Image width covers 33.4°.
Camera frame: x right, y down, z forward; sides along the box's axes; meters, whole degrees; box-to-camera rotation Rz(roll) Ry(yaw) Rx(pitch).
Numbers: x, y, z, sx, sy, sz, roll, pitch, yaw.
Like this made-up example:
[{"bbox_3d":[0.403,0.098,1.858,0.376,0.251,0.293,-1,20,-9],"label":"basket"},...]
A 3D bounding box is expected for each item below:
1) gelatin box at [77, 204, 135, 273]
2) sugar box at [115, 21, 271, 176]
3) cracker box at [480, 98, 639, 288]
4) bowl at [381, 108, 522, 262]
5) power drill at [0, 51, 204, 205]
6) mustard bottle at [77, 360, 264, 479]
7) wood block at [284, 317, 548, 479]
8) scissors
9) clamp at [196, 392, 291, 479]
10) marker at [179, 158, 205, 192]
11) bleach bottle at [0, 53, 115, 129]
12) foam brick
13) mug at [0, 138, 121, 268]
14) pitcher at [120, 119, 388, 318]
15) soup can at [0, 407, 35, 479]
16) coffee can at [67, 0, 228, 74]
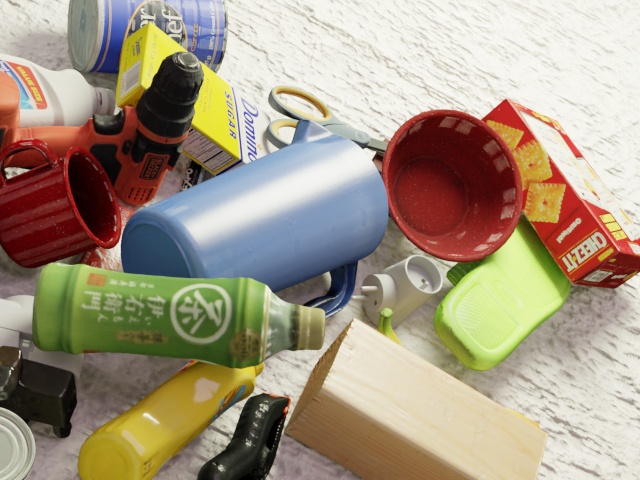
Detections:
[{"bbox_3d":[-0.176,0.016,0.976,0.073,0.030,0.089,27,48,-9],"label":"gelatin box"},{"bbox_3d":[-0.121,-0.128,1.061,0.176,0.048,0.093,33,41,-36],"label":"sugar box"},{"bbox_3d":[0.274,-0.049,1.209,0.163,0.072,0.214,7,48,-58],"label":"cracker box"},{"bbox_3d":[0.126,-0.052,1.105,0.162,0.055,0.162,5,77,-20],"label":"bowl"},{"bbox_3d":[-0.208,-0.104,0.945,0.187,0.185,0.057,5,49,-25],"label":"power drill"},{"bbox_3d":[-0.108,0.133,0.876,0.058,0.096,0.191,47,47,7],"label":"mustard bottle"},{"bbox_3d":[0.085,0.172,0.956,0.206,0.091,0.090,32,47,-4],"label":"wood block"},{"bbox_3d":[0.028,-0.098,1.120,0.202,0.016,0.096,30,49,2],"label":"scissors"},{"bbox_3d":[-0.063,0.192,0.873,0.039,0.120,0.171,17,26,12],"label":"clamp"},{"bbox_3d":[-0.129,-0.054,1.063,0.020,0.020,0.121,22,48,-12],"label":"marker"},{"bbox_3d":[-0.317,-0.140,0.999,0.250,0.068,0.102,-2,60,-32],"label":"bleach bottle"},{"bbox_3d":[0.084,-0.062,1.164,0.078,0.051,0.053,32,47,-2],"label":"foam brick"},{"bbox_3d":[-0.235,-0.034,0.917,0.093,0.081,0.117,-89,156,-55],"label":"mug"},{"bbox_3d":[-0.056,0.001,0.976,0.149,0.145,0.242,45,42,19],"label":"pitcher"},{"bbox_3d":[-0.247,0.171,0.767,0.068,0.102,0.068,15,50,-18],"label":"soup can"},{"bbox_3d":[-0.180,-0.222,1.108,0.140,0.103,0.103,-1,56,-29],"label":"coffee can"}]
